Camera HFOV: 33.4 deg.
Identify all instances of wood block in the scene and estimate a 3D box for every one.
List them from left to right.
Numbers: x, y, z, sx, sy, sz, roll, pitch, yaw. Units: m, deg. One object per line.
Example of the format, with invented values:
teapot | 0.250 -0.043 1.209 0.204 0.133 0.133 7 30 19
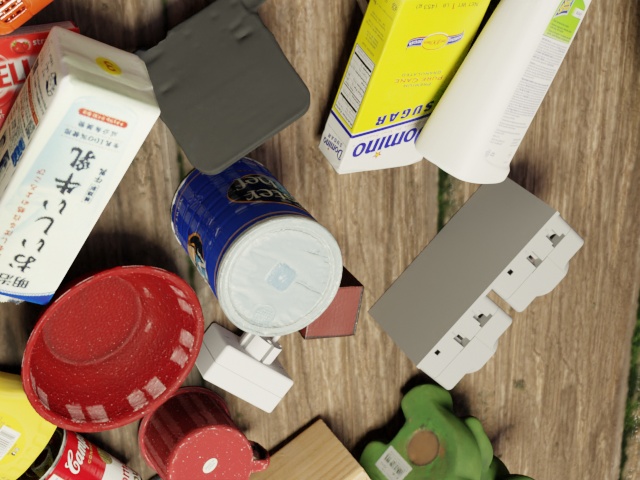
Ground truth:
wood block | -0.044 0.285 1.041 0.206 0.090 0.090 -36 129 -9

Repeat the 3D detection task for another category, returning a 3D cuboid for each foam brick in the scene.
foam brick | -0.003 0.048 0.962 0.052 0.078 0.051 -2 114 -26

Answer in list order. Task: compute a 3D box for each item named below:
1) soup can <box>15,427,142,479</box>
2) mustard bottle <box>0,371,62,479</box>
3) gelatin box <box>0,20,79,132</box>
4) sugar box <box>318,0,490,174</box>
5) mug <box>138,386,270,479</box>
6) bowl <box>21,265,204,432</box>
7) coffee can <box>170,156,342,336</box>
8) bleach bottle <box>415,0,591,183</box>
soup can | -0.216 0.214 0.953 0.068 0.069 0.102 -45 124 2
mustard bottle | -0.315 0.129 0.872 0.191 0.058 0.096 35 100 -33
gelatin box | -0.224 -0.123 0.807 0.089 0.030 0.073 -12 118 -19
sugar box | 0.067 -0.137 0.883 0.093 0.048 0.176 -10 137 -30
mug | -0.101 0.194 0.977 0.117 0.082 0.093 15 97 -27
bowl | -0.182 0.081 0.901 0.161 0.055 0.162 -18 126 -27
coffee can | -0.056 0.001 0.877 0.102 0.140 0.103 -10 118 -20
bleach bottle | 0.172 -0.168 0.868 0.102 0.068 0.251 -7 129 -60
